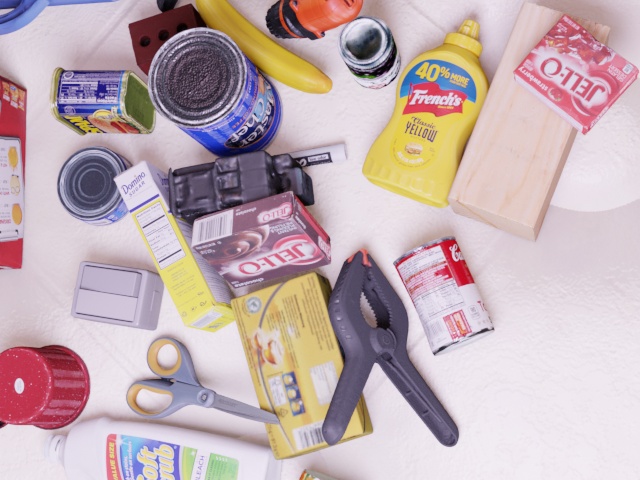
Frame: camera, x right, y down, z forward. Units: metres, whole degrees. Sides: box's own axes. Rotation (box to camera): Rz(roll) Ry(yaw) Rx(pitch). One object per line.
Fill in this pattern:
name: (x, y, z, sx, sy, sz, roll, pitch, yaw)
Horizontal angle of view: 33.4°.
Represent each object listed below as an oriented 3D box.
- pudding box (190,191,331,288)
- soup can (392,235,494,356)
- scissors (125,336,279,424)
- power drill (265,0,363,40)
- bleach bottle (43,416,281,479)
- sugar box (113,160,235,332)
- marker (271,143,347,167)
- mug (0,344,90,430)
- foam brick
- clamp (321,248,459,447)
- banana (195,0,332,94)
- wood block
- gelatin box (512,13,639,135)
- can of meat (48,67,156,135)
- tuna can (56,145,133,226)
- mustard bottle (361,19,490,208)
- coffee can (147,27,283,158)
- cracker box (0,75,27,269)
pudding box: (-0.057, 0.001, 1.050, 0.114, 0.090, 0.039, -13, 54, 22)
soup can: (0.122, 0.055, 1.056, 0.068, 0.068, 0.102, -24, 77, 8)
scissors: (-0.119, 0.142, 1.093, 0.202, 0.016, 0.096, -8, 67, 33)
power drill: (0.032, -0.283, 1.105, 0.057, 0.185, 0.187, 45, 77, -21)
bleach bottle: (-0.170, 0.242, 1.099, 0.251, 0.068, 0.102, 6, 82, 16)
sugar box: (-0.148, 0.008, 1.115, 0.048, 0.093, 0.176, -32, 75, 6)
marker: (-0.032, -0.086, 1.140, 0.121, 0.020, 0.020, -8, 79, 12)
mug: (-0.313, 0.162, 1.134, 0.117, 0.081, 0.093, -36, 75, 5)
foam brick: (-0.164, -0.218, 1.176, 0.078, 0.051, 0.053, -17, 77, 10)
clamp: (0.062, 0.110, 1.053, 0.036, 0.164, 0.210, -35, 49, 42)
banana: (-0.068, -0.211, 1.144, 0.198, 0.069, 0.037, 39, 84, 6)
wood block: (0.206, -0.115, 1.052, 0.090, 0.090, 0.206, 21, 87, 14)
gelatin box: (0.236, -0.153, 0.988, 0.089, 0.030, 0.073, 42, 92, 15)
can of meat: (-0.233, -0.149, 1.156, 0.084, 0.102, 0.057, 2, 81, 11)
tuna can: (-0.247, -0.060, 1.179, 0.086, 0.033, 0.086, -2, 81, 13)
mustard bottle: (0.120, -0.136, 1.093, 0.096, 0.058, 0.191, 21, 86, 20)
coffee can: (-0.105, -0.148, 1.105, 0.103, 0.140, 0.103, -2, 81, 13)
cracker box: (-0.388, -0.083, 1.149, 0.072, 0.164, 0.214, -3, 80, 14)
